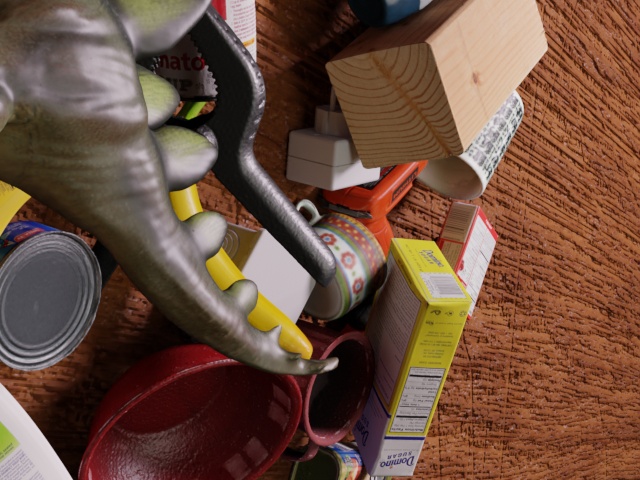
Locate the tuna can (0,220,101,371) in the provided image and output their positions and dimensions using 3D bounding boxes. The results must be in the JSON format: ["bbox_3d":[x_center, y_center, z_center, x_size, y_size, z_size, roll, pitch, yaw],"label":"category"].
[{"bbox_3d":[-0.174,0.032,0.636,0.085,0.034,0.086,-27,125,-47],"label":"tuna can"}]

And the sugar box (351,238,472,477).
[{"bbox_3d":[0.067,0.097,0.872,0.048,0.093,0.176,2,121,-17],"label":"sugar box"}]

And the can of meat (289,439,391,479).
[{"bbox_3d":[0.013,0.232,0.967,0.083,0.058,0.102,15,91,-53],"label":"can of meat"}]

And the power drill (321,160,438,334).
[{"bbox_3d":[0.071,0.000,0.949,0.184,0.057,0.187,-45,137,-37],"label":"power drill"}]

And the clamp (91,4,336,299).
[{"bbox_3d":[-0.068,-0.055,0.652,0.036,0.164,0.210,-95,-173,-68],"label":"clamp"}]

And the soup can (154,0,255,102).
[{"bbox_3d":[-0.075,-0.145,0.670,0.068,0.069,0.102,-29,127,-46],"label":"soup can"}]

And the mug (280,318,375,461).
[{"bbox_3d":[-0.017,0.118,0.852,0.093,0.082,0.117,-6,108,-54],"label":"mug"}]

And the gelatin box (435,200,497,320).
[{"bbox_3d":[0.126,0.019,0.963,0.073,0.030,0.089,43,65,-58],"label":"gelatin box"}]

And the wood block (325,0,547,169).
[{"bbox_3d":[0.100,-0.147,0.852,0.205,0.090,0.091,-47,123,-48],"label":"wood block"}]

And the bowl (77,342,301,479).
[{"bbox_3d":[-0.096,0.123,0.734,0.162,0.055,0.162,-19,138,-19],"label":"bowl"}]
